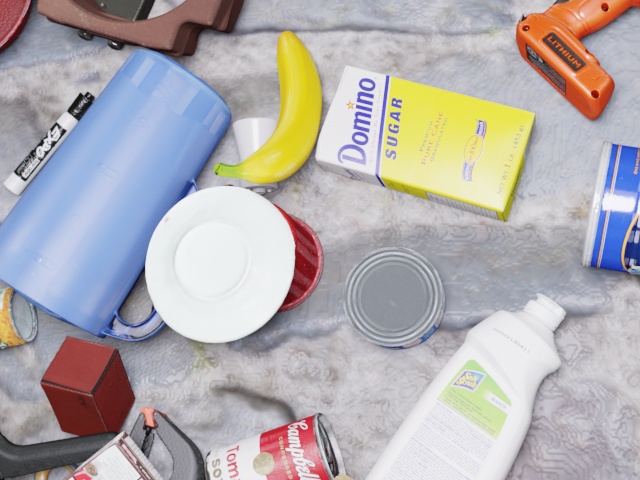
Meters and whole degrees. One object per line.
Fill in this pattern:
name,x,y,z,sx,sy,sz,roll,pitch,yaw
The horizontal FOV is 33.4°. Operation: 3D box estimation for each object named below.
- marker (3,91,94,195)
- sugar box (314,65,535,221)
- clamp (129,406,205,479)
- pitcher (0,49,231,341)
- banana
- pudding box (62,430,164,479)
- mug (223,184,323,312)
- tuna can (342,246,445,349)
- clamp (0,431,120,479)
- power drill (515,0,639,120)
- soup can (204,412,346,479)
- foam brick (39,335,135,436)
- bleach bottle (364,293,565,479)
marker,-0.260,-0.095,1.031,0.020,0.020,0.121,39,89,18
sugar box,0.091,-0.086,0.933,0.176,0.048,0.093,17,82,15
clamp,-0.125,0.229,0.918,0.120,0.039,0.171,-2,75,0
pitcher,-0.176,-0.038,0.949,0.145,0.149,0.243,26,80,48
banana,-0.031,-0.111,0.940,0.037,0.069,0.197,-35,25,42
pudding box,-0.179,0.228,0.877,0.113,0.039,0.090,-39,90,4
mug,-0.056,0.001,0.929,0.093,0.081,0.117,-28,73,6
tuna can,0.064,0.050,0.915,0.086,0.033,0.086,-3,77,12
clamp,-0.276,0.198,0.914,0.210,0.036,0.164,31,94,0
power drill,0.276,-0.192,0.908,0.187,0.057,0.184,-42,68,-1
soup can,-0.037,0.191,0.890,0.102,0.068,0.068,-20,74,9
foam brick,-0.201,0.131,0.930,0.053,0.078,0.051,11,50,14
bleach bottle,0.123,0.157,0.864,0.103,0.068,0.251,35,85,16
